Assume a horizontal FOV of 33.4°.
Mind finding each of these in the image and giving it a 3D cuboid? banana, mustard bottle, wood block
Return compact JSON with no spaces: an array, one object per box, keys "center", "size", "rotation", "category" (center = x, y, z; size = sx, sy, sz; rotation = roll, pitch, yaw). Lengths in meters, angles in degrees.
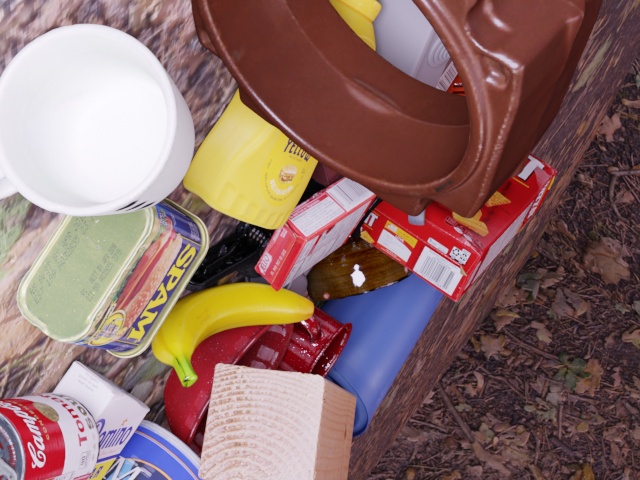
[{"center":[-0.077,0.066,0.856],"size":[0.037,0.070,0.197],"rotation":[-51,167,30],"category":"banana"},{"center":[-0.014,-0.103,0.725],"size":[0.096,0.058,0.192],"rotation":[18,105,-57],"category":"mustard bottle"},{"center":[-0.029,0.163,0.905],"size":[0.206,0.090,0.091],"rotation":[55,42,-75],"category":"wood block"}]

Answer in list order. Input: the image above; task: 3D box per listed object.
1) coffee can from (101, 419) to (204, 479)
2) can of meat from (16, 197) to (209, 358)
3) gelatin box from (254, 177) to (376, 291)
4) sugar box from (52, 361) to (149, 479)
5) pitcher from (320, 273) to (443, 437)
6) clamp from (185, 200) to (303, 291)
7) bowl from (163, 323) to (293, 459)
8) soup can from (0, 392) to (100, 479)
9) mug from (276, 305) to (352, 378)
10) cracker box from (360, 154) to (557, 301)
[{"center":[-0.163,0.228,0.857],"size":[0.140,0.103,0.103],"rotation":[-47,163,-32],"category":"coffee can"},{"center":[-0.122,0.016,0.634],"size":[0.102,0.057,0.084],"rotation":[-58,163,-1],"category":"can of meat"},{"center":[-0.005,-0.008,0.841],"size":[0.089,0.030,0.073],"rotation":[-34,164,-37],"category":"gelatin box"},{"center":[-0.196,0.175,0.751],"size":[0.176,0.048,0.093],"rotation":[-53,165,-10],"category":"sugar box"},{"center":[0.053,0.119,1.300],"size":[0.149,0.145,0.242],"rotation":[-25,-161,49],"category":"pitcher"},{"center":[-0.056,0.001,0.862],"size":[0.120,0.039,0.171],"rotation":[-45,163,-2],"category":"clamp"},{"center":[-0.092,0.122,0.962],"size":[0.162,0.055,0.162],"rotation":[-52,165,-20],"category":"bowl"},{"center":[-0.184,0.128,0.643],"size":[0.068,0.068,0.102],"rotation":[-58,166,4],"category":"soup can"},{"center":[-0.026,0.095,1.068],"size":[0.093,0.081,0.117],"rotation":[-51,165,-22],"category":"mug"},{"center":[0.128,-0.052,1.097],"size":[0.213,0.164,0.072],"rotation":[-40,159,-48],"category":"cracker box"}]
